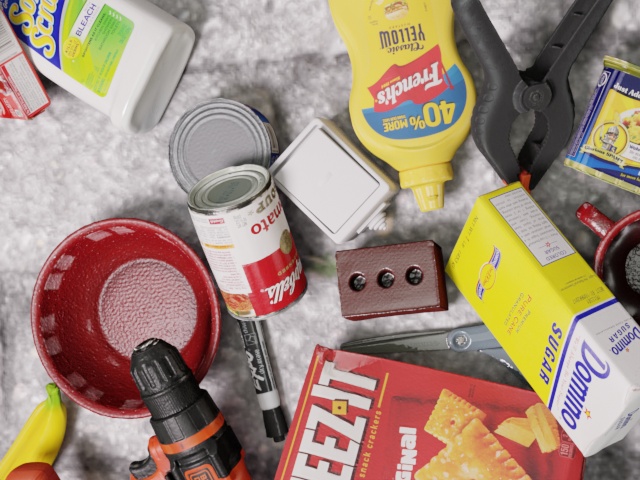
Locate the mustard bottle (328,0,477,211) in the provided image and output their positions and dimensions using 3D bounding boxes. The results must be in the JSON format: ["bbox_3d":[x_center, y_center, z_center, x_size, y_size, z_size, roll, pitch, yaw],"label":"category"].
[{"bbox_3d":[0.067,-0.117,0.808,0.096,0.058,0.191,-11,91,2],"label":"mustard bottle"}]

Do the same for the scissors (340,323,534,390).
[{"bbox_3d":[0.123,0.093,0.828,0.202,0.016,0.096,-21,86,13],"label":"scissors"}]

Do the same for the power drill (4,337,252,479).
[{"bbox_3d":[-0.151,0.182,0.829,0.188,0.057,0.184,-23,100,17],"label":"power drill"}]

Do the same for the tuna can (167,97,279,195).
[{"bbox_3d":[-0.077,-0.070,0.856,0.086,0.033,0.086,1,93,13],"label":"tuna can"}]

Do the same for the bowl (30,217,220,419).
[{"bbox_3d":[-0.151,0.061,0.869,0.162,0.055,0.162,1,93,13],"label":"bowl"}]

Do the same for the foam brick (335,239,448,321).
[{"bbox_3d":[0.055,0.031,0.818,0.078,0.051,0.053,-8,81,15],"label":"foam brick"}]

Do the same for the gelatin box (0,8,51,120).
[{"bbox_3d":[-0.265,-0.141,0.861,0.073,0.030,0.089,11,133,44],"label":"gelatin box"}]

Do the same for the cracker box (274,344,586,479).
[{"bbox_3d":[0.078,0.178,0.777,0.214,0.072,0.164,11,60,12],"label":"cracker box"}]

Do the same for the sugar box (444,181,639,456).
[{"bbox_3d":[0.162,0.054,0.749,0.048,0.093,0.176,-18,58,-24],"label":"sugar box"}]

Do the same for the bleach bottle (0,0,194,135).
[{"bbox_3d":[-0.231,-0.187,0.873,0.251,0.068,0.103,29,101,12],"label":"bleach bottle"}]

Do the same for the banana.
[{"bbox_3d":[-0.268,0.204,0.889,0.037,0.069,0.198,30,83,30],"label":"banana"}]

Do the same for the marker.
[{"bbox_3d":[-0.048,0.105,0.867,0.020,0.020,0.121,-15,90,13],"label":"marker"}]

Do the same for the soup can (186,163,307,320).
[{"bbox_3d":[-0.055,0.001,0.817,0.068,0.068,0.102,-10,122,13],"label":"soup can"}]

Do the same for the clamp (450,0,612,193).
[{"bbox_3d":[0.158,-0.117,0.772,0.120,0.039,0.171,-12,123,-3],"label":"clamp"}]
